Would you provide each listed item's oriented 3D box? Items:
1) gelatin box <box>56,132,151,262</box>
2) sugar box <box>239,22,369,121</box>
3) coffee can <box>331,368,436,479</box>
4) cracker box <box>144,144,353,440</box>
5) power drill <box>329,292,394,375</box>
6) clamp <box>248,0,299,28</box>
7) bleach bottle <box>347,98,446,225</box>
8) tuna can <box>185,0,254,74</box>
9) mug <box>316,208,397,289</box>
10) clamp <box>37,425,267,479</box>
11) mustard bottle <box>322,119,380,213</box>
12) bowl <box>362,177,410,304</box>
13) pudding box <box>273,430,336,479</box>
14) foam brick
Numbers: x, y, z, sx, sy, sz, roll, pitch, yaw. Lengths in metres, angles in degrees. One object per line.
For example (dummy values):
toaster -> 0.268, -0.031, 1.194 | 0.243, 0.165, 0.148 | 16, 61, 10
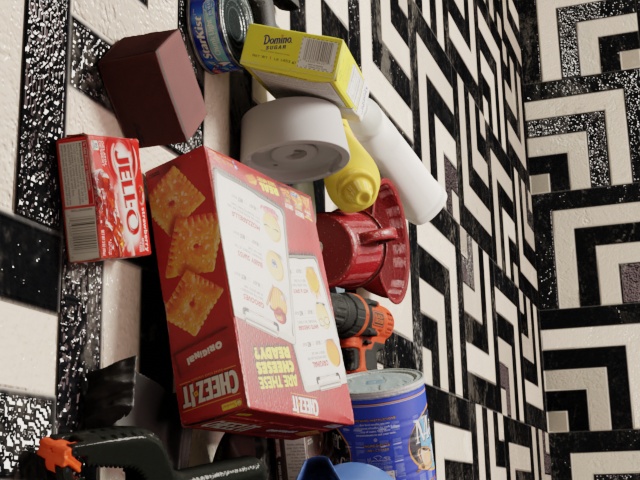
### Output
gelatin box -> -0.154, -0.030, 0.766 | 0.073, 0.030, 0.089 | -6, 90, -71
sugar box -> -0.010, -0.161, 1.042 | 0.176, 0.093, 0.048 | 18, 85, -79
coffee can -> 0.064, 0.211, 1.093 | 0.102, 0.103, 0.140 | -22, 105, -70
cracker box -> -0.058, 0.049, 0.873 | 0.164, 0.072, 0.214 | 23, 51, -57
power drill -> 0.035, 0.153, 1.195 | 0.184, 0.057, 0.187 | 20, 70, -62
clamp -> -0.063, -0.255, 1.093 | 0.171, 0.039, 0.120 | 57, 30, -53
bleach bottle -> 0.085, -0.114, 1.393 | 0.068, 0.103, 0.250 | -47, 148, -3
tuna can -> -0.091, -0.200, 0.995 | 0.086, 0.034, 0.086 | -6, 90, -71
mug -> 0.026, 0.007, 1.155 | 0.081, 0.117, 0.093 | -3, 80, -66
clamp -> -0.118, 0.182, 0.742 | 0.164, 0.036, 0.210 | -56, 138, -27
mustard bottle -> 0.022, -0.083, 1.141 | 0.192, 0.058, 0.096 | -115, -174, -62
bowl -> 0.067, 0.003, 1.358 | 0.162, 0.055, 0.162 | -6, 90, -71
pudding box -> -0.011, 0.226, 1.088 | 0.113, 0.039, 0.090 | -10, 94, -71
foam brick -> -0.130, -0.118, 0.831 | 0.051, 0.053, 0.078 | -68, 147, -54
